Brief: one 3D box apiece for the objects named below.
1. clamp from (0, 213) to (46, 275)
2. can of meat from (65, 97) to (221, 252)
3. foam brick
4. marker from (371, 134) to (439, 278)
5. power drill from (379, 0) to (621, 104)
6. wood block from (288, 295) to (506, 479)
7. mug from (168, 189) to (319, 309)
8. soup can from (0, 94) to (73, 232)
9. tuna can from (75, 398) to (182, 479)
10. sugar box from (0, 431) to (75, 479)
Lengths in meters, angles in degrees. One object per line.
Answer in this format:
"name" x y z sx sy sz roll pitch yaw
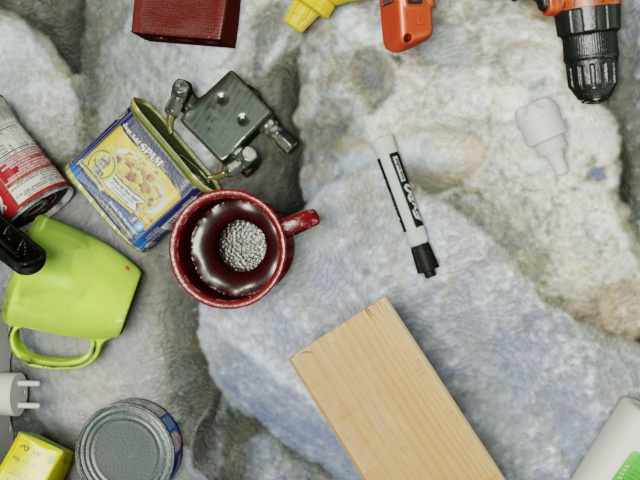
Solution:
"clamp" -0.284 -0.042 0.840 0.036 0.210 0.164 -22 95 -33
"can of meat" -0.148 -0.052 0.883 0.084 0.057 0.102 -41 85 9
"foam brick" -0.109 -0.189 0.877 0.078 0.053 0.051 6 92 9
"marker" 0.070 -0.027 0.871 0.020 0.020 0.121 -20 89 8
"power drill" 0.140 -0.190 0.819 0.187 0.057 0.184 -7 95 -12
"wood block" 0.069 0.157 0.823 0.091 0.090 0.206 -32 80 -3
"mug" -0.056 0.001 0.858 0.117 0.081 0.093 -24 88 8
"soup can" -0.264 -0.063 0.893 0.068 0.068 0.102 -38 85 7
"tuna can" -0.161 0.177 0.901 0.086 0.033 0.086 0 91 8
"sugar box" -0.261 0.243 0.861 0.048 0.093 0.176 24 77 1
